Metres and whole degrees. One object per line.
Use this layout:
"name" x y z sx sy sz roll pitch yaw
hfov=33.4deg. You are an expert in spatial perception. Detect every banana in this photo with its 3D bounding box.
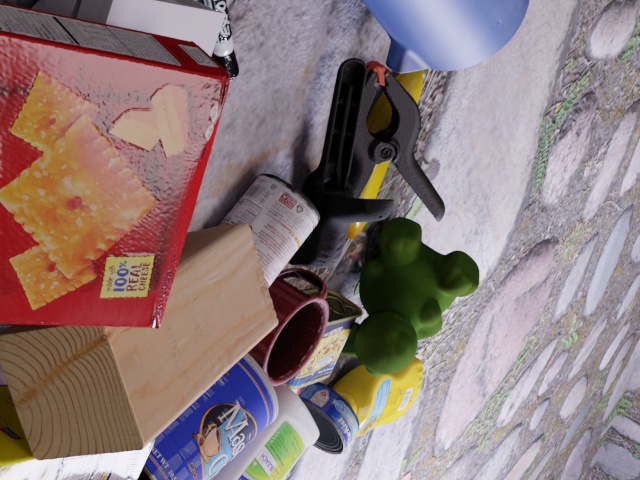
"banana" 0.060 -0.090 1.062 0.069 0.037 0.198 9 109 -60

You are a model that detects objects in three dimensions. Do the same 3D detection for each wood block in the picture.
"wood block" -0.121 0.064 0.755 0.205 0.091 0.090 -39 116 -61

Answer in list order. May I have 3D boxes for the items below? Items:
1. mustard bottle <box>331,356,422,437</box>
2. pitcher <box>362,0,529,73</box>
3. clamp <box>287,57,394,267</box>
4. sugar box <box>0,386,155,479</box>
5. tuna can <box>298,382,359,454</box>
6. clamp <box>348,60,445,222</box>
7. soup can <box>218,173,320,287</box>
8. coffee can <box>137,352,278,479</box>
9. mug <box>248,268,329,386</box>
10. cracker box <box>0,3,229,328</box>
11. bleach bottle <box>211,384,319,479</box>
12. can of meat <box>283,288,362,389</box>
"mustard bottle" 0.058 0.196 1.332 0.191 0.058 0.096 -7 124 -59
"pitcher" 0.077 -0.247 0.832 0.242 0.145 0.149 31 52 -61
"clamp" 0.013 -0.032 0.946 0.036 0.164 0.210 5 137 -18
"sugar box" -0.207 0.142 0.761 0.176 0.093 0.048 4 113 -63
"tuna can" 0.002 0.199 1.202 0.033 0.086 0.086 -45 151 -31
"clamp" 0.067 -0.083 1.013 0.120 0.039 0.171 -3 114 -19
"soup can" -0.056 0.001 0.914 0.102 0.069 0.068 -53 153 -16
"coffee can" -0.120 0.161 0.925 0.140 0.103 0.103 -40 148 -35
"mug" -0.044 0.066 0.985 0.117 0.082 0.093 -44 150 -29
"cracker box" -0.170 -0.039 0.573 0.213 0.072 0.164 5 114 -35
"bleach bottle" -0.099 0.253 1.003 0.250 0.068 0.102 -55 145 -25
"can of meat" -0.012 0.102 1.110 0.101 0.057 0.084 -7 124 -59
